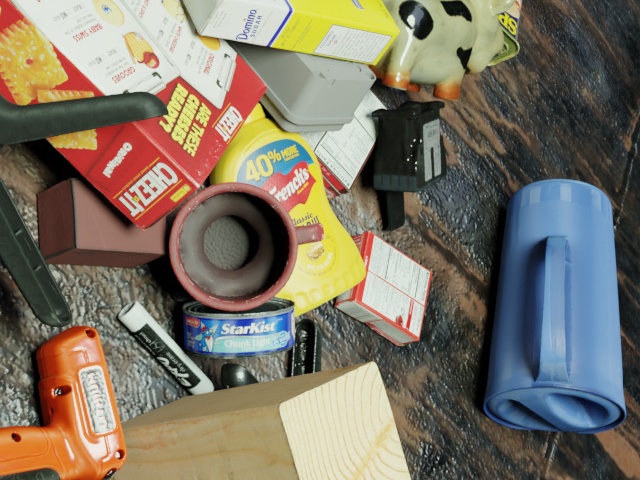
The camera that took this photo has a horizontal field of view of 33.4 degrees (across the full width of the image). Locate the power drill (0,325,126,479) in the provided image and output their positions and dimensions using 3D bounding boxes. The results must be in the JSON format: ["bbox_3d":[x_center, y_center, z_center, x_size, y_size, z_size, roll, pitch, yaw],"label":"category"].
[{"bbox_3d":[-0.224,0.107,0.671,0.187,0.057,0.184,-11,85,-43],"label":"power drill"}]

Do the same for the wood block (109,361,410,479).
[{"bbox_3d":[-0.051,0.148,0.713,0.090,0.207,0.090,-16,89,-45],"label":"wood block"}]

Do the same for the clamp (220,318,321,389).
[{"bbox_3d":[-0.014,0.150,0.864,0.120,0.039,0.171,-36,111,-46],"label":"clamp"}]

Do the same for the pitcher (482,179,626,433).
[{"bbox_3d":[0.235,0.059,1.060,0.144,0.149,0.242,22,60,-25],"label":"pitcher"}]

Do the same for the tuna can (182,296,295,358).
[{"bbox_3d":[-0.062,0.065,0.811,0.085,0.086,0.034,-7,99,-44],"label":"tuna can"}]

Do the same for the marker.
[{"bbox_3d":[-0.107,0.094,0.808,0.121,0.020,0.020,50,49,-20],"label":"marker"}]

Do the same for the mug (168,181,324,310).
[{"bbox_3d":[-0.055,0.001,0.806,0.117,0.081,0.093,-12,93,-6],"label":"mug"}]

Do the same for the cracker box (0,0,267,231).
[{"bbox_3d":[-0.154,-0.133,0.755,0.213,0.072,0.164,46,34,-14],"label":"cracker box"}]

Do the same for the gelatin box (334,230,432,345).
[{"bbox_3d":[0.058,0.044,0.971,0.089,0.030,0.073,33,56,-32],"label":"gelatin box"}]

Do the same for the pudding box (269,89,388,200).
[{"bbox_3d":[0.008,-0.106,0.964,0.090,0.039,0.113,47,52,-24],"label":"pudding box"}]

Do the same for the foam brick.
[{"bbox_3d":[-0.156,-0.011,0.770,0.078,0.053,0.051,6,74,-43],"label":"foam brick"}]

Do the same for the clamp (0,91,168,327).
[{"bbox_3d":[-0.218,-0.047,0.679,0.210,0.036,0.164,20,100,1],"label":"clamp"}]

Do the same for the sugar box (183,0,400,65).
[{"bbox_3d":[-0.029,-0.194,0.838,0.175,0.048,0.093,3,49,-42],"label":"sugar box"}]

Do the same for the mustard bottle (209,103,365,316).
[{"bbox_3d":[-0.038,-0.037,0.883,0.096,0.058,0.191,-26,96,-30],"label":"mustard bottle"}]
